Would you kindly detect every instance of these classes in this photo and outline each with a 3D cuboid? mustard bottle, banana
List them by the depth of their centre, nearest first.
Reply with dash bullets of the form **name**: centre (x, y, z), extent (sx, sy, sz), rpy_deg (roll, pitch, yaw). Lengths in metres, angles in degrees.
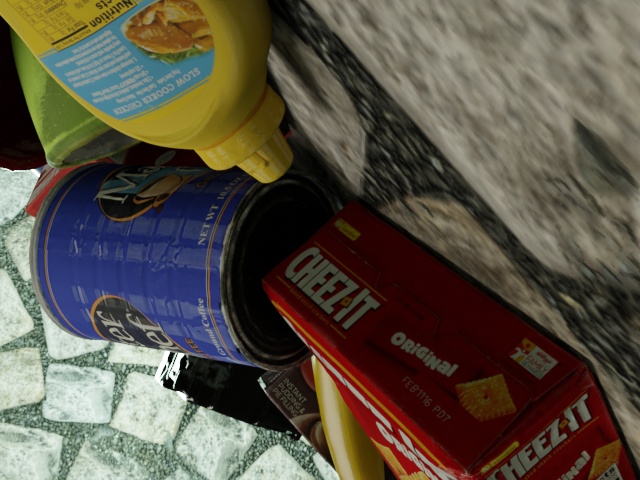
- **mustard bottle**: centre (-0.074, -0.092, 0.402), extent (0.096, 0.058, 0.191), rpy_deg (-19, 126, 37)
- **banana**: centre (0.016, 0.079, 0.636), extent (0.070, 0.037, 0.198), rpy_deg (-115, 18, -54)

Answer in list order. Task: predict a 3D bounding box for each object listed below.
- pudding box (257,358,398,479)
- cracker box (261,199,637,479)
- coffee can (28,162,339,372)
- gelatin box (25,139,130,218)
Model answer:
- **pudding box**: centre (0.028, 0.105, 0.704), extent (0.113, 0.090, 0.039), rpy_deg (50, 174, -15)
- **cracker box**: centre (0.076, 0.102, 0.520), extent (0.164, 0.072, 0.213), rpy_deg (38, 165, 48)
- **coffee can**: centre (-0.071, 0.011, 0.573), extent (0.141, 0.102, 0.102), rpy_deg (5, 143, 36)
- **gelatin box**: centre (-0.147, -0.057, 0.681), extent (0.030, 0.073, 0.089), rpy_deg (36, -144, -23)
